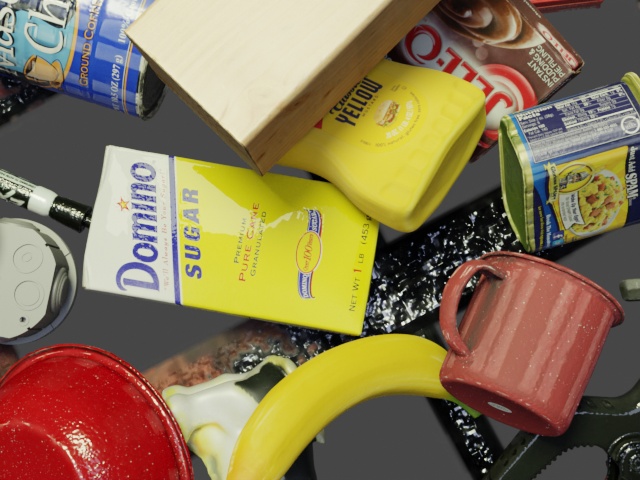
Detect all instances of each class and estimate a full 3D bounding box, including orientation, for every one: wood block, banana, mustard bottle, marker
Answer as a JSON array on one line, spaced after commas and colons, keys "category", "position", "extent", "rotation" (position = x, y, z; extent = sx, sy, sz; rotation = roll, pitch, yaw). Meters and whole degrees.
[{"category": "wood block", "position": [0.006, -0.144, 0.582], "extent": [0.091, 0.090, 0.206], "rotation": [44, 88, 7]}, {"category": "banana", "position": [0.018, 0.095, 0.630], "extent": [0.197, 0.037, 0.070], "rotation": [-13, 59, -36]}, {"category": "mustard bottle", "position": [-0.002, -0.086, 0.656], "extent": [0.192, 0.058, 0.096], "rotation": [28, 74, 21]}, {"category": "marker", "position": [-0.201, -0.034, 0.684], "extent": [0.121, 0.020, 0.020], "rotation": [23, 85, 1]}]

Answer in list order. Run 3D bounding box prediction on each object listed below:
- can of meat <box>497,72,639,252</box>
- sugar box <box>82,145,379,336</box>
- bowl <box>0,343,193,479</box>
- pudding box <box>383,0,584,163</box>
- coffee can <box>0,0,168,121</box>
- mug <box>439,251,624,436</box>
[{"category": "can of meat", "position": [0.157, -0.043, 0.650], "extent": [0.084, 0.102, 0.057], "rotation": [-16, 51, 0]}, {"category": "sugar box", "position": [-0.054, 0.001, 0.670], "extent": [0.176, 0.048, 0.093], "rotation": [9, 84, -2]}, {"category": "bowl", "position": [-0.155, 0.143, 0.619], "extent": [0.162, 0.055, 0.162], "rotation": [3, 96, 26]}, {"category": "pudding box", "position": [0.092, -0.119, 0.664], "extent": [0.113, 0.039, 0.090], "rotation": [50, 123, 5]}, {"category": "coffee can", "position": [-0.159, -0.142, 0.651], "extent": [0.140, 0.103, 0.103], "rotation": [17, 85, 0]}, {"category": "mug", "position": [0.114, 0.058, 0.630], "extent": [0.117, 0.093, 0.081], "rotation": [37, 71, -32]}]
